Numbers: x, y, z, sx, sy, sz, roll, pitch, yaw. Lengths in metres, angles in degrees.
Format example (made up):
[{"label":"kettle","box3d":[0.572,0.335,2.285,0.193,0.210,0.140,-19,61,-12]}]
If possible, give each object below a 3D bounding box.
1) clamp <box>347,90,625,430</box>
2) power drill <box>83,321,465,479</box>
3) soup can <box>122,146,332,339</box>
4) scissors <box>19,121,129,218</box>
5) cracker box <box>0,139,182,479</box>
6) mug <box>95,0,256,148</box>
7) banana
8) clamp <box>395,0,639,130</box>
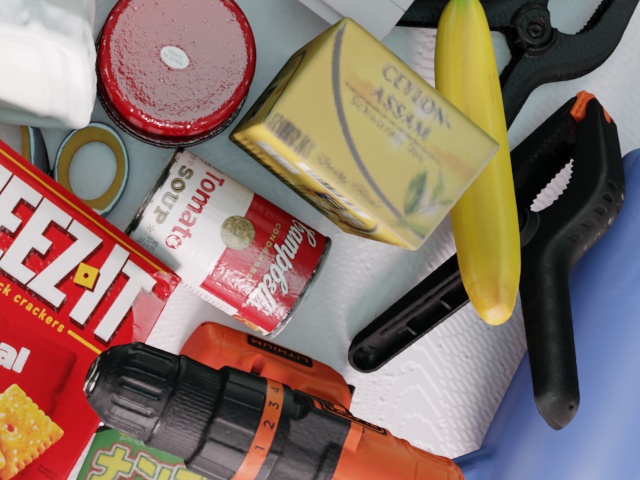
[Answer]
[{"label":"clamp","box3d":[0.107,0.005,0.616,0.036,0.165,0.210,43,63,-34]},{"label":"power drill","box3d":[-0.033,0.089,0.550,0.184,0.188,0.057,25,90,-12]},{"label":"soup can","box3d":[-0.054,0.001,0.602,0.102,0.068,0.068,32,87,-10]},{"label":"scissors","box3d":[-0.144,0.018,0.613,0.096,0.016,0.202,-14,101,-14]},{"label":"cracker box","box3d":[-0.189,0.062,0.519,0.164,0.072,0.213,40,64,-25]},{"label":"mug","box3d":[-0.079,-0.110,0.583,0.093,0.081,0.117,1,93,-10]},{"label":"banana","box3d":[0.083,-0.049,0.585,0.037,0.069,0.198,-10,79,18]},{"label":"clamp","box3d":[0.123,-0.113,0.642,0.171,0.039,0.120,-21,103,-1]}]
